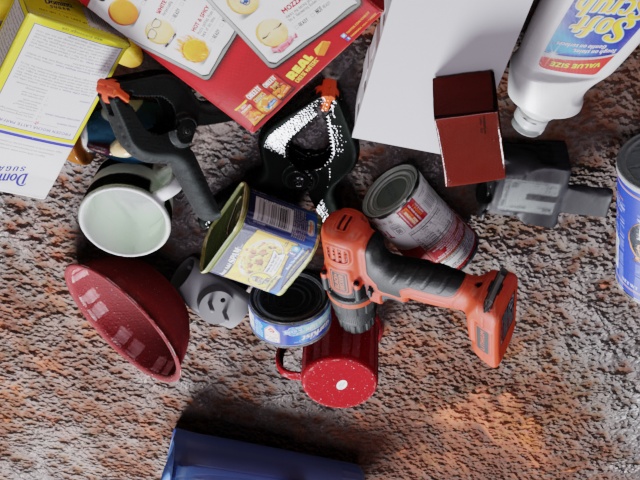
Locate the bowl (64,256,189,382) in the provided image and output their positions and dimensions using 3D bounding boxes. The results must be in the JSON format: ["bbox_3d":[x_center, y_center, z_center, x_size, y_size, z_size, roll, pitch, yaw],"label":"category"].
[{"bbox_3d":[-0.187,0.069,1.096,0.162,0.055,0.162,32,150,21],"label":"bowl"}]

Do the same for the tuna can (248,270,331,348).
[{"bbox_3d":[-0.031,0.069,1.095,0.086,0.086,0.034,0,130,3],"label":"tuna can"}]

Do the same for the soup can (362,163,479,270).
[{"bbox_3d":[0.096,-0.016,1.025,0.069,0.068,0.102,-30,123,26],"label":"soup can"}]

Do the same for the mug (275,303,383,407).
[{"bbox_3d":[0.009,0.124,1.143,0.117,0.081,0.093,-2,131,5],"label":"mug"}]

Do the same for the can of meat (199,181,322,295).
[{"bbox_3d":[-0.057,0.001,1.017,0.083,0.057,0.102,20,137,-19],"label":"can of meat"}]

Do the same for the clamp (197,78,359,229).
[{"bbox_3d":[-0.029,-0.065,1.011,0.164,0.036,0.210,8,135,-4],"label":"clamp"}]

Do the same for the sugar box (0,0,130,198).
[{"bbox_3d":[-0.240,-0.118,0.891,0.093,0.048,0.176,12,129,-39],"label":"sugar box"}]

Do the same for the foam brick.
[{"bbox_3d":[0.123,-0.092,0.882,0.053,0.051,0.078,-6,136,10],"label":"foam brick"}]

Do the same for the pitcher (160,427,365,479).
[{"bbox_3d":[-0.070,0.304,1.271,0.242,0.149,0.145,9,112,-9],"label":"pitcher"}]

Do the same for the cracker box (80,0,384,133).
[{"bbox_3d":[-0.079,-0.213,0.863,0.213,0.072,0.164,37,122,-24],"label":"cracker box"}]

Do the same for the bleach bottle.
[{"bbox_3d":[0.231,-0.185,0.876,0.102,0.068,0.251,15,132,-10],"label":"bleach bottle"}]

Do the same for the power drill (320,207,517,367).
[{"bbox_3d":[0.090,0.057,1.017,0.188,0.057,0.184,18,151,19],"label":"power drill"}]

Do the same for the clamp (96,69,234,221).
[{"bbox_3d":[-0.125,-0.087,0.923,0.171,0.120,0.039,16,176,-44],"label":"clamp"}]
